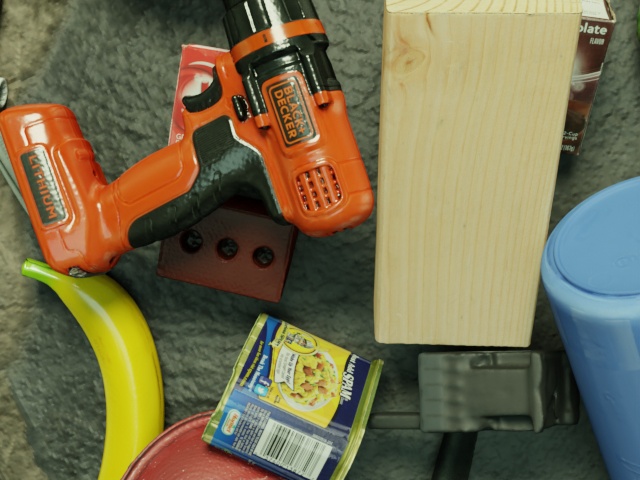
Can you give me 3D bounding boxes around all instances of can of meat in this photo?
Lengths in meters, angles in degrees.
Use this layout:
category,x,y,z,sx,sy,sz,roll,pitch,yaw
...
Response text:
category,x,y,z,sx,sy,sz,roll,pitch,yaw
can of meat,-0.016,0.097,0.644,0.084,0.102,0.057,24,120,0

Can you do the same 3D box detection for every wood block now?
category,x,y,z,sx,sy,sz,roll,pitch,yaw
wood block,0.076,-0.048,0.576,0.091,0.090,0.206,2,128,3

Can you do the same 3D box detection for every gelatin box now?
category,x,y,z,sx,sy,sz,roll,pitch,yaw
gelatin box,-0.045,-0.076,0.648,0.089,0.030,0.073,10,101,0

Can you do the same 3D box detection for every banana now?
category,x,y,z,sx,sy,sz,roll,pitch,yaw
banana,-0.133,0.099,0.684,0.070,0.037,0.198,-9,100,10

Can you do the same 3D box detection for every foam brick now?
category,x,y,z,sx,sy,sz,roll,pitch,yaw
foam brick,-0.054,0.001,0.652,0.078,0.051,0.053,12,101,0

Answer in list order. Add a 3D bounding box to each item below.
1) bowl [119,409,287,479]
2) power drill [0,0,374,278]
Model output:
category,x,y,z,sx,sy,sz,roll,pitch,yaw
bowl,-0.047,0.185,0.647,0.161,0.055,0.162,1,87,-28
power drill,-0.080,-0.070,0.588,0.188,0.057,0.184,-20,87,15
